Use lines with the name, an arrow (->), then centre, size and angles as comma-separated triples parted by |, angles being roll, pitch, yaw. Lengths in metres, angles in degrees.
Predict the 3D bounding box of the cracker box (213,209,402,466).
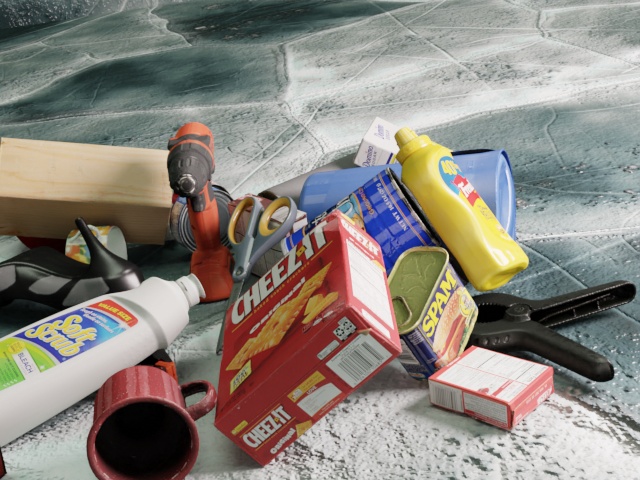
cracker box -> -0.016, 0.081, 0.980 | 0.164, 0.072, 0.213 | -42, 19, 15

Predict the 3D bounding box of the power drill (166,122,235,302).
power drill -> -0.136, -0.028, 1.219 | 0.057, 0.188, 0.184 | -6, 22, 0

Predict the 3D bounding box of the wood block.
wood block -> -0.291, -0.060, 1.321 | 0.206, 0.091, 0.090 | 4, 57, -12

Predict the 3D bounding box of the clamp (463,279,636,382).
clamp -> 0.206, 0.079, 1.056 | 0.210, 0.036, 0.164 | 4, 27, 30

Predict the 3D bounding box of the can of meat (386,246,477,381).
can of meat -> 0.100, 0.071, 1.008 | 0.058, 0.084, 0.102 | 0, 49, 40

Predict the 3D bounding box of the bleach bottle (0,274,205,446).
bleach bottle -> -0.230, 0.100, 1.037 | 0.250, 0.068, 0.103 | -30, 44, -19

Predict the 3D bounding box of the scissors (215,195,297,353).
scissors -> -0.069, 0.025, 1.153 | 0.096, 0.016, 0.201 | -21, 46, 23

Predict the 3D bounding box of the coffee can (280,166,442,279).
coffee can -> 0.043, 0.003, 1.130 | 0.140, 0.102, 0.103 | -35, 21, 10

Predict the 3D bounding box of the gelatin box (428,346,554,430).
gelatin box -> 0.154, 0.132, 0.961 | 0.089, 0.030, 0.073 | 14, 30, 39

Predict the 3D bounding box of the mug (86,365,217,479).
mug -> -0.144, 0.153, 0.919 | 0.117, 0.093, 0.081 | -29, 21, -2

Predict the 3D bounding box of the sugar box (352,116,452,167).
sugar box -> 0.135, -0.094, 1.378 | 0.176, 0.048, 0.093 | 23, 28, 5

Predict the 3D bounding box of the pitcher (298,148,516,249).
pitcher -> 0.105, -0.038, 1.246 | 0.243, 0.145, 0.149 | -2, -3, 20

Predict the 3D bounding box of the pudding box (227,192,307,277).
pudding box -> -0.058, 0.001, 1.249 | 0.039, 0.090, 0.114 | -25, 29, -31

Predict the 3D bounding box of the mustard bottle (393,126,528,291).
mustard bottle -> 0.135, -0.039, 1.105 | 0.058, 0.192, 0.096 | -41, -17, 23

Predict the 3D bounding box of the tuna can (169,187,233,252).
tuna can -> -0.146, -0.026, 1.343 | 0.086, 0.086, 0.034 | -20, 25, -27
